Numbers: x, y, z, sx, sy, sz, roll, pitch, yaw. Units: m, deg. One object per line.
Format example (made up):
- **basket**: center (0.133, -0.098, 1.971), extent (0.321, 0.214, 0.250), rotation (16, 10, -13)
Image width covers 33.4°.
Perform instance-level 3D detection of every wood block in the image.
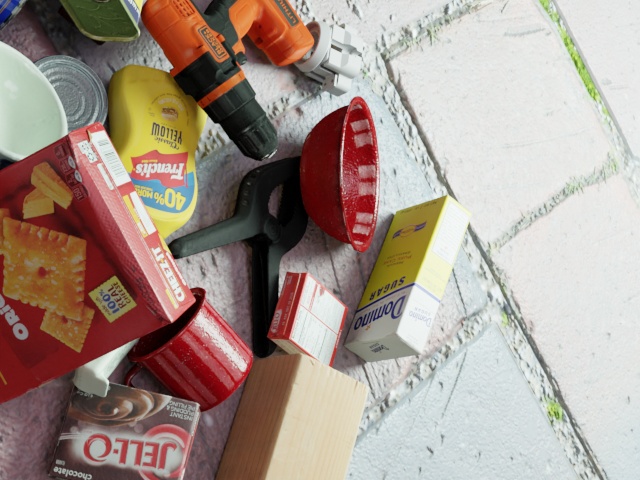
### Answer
- **wood block**: center (-0.037, 0.221, 1.009), extent (0.090, 0.090, 0.206), rotation (30, 63, -27)

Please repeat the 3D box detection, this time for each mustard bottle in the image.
- **mustard bottle**: center (-0.161, -0.063, 1.006), extent (0.096, 0.058, 0.191), rotation (17, 71, -37)

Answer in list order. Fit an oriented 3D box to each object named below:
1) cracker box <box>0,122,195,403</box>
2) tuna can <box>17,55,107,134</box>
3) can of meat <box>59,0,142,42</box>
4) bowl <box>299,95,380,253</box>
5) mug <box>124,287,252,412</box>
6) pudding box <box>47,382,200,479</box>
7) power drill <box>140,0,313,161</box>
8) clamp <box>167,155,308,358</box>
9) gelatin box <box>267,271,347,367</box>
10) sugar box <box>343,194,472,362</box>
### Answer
- **cracker box**: center (-0.233, 0.028, 0.844), extent (0.164, 0.214, 0.072), rotation (63, 15, -6)
- **tuna can**: center (-0.240, -0.126, 0.980), extent (0.086, 0.034, 0.086), rotation (9, 75, -33)
- **can of meat**: center (-0.190, -0.238, 0.938), extent (0.057, 0.102, 0.084), rotation (4, 69, 11)
- **bowl**: center (0.018, -0.068, 1.107), extent (0.162, 0.055, 0.162), rotation (0, 90, -74)
- **mug**: center (-0.125, 0.111, 0.981), extent (0.117, 0.093, 0.081), rotation (-41, 111, -2)
- **pudding box**: center (-0.170, 0.176, 0.931), extent (0.113, 0.039, 0.090), rotation (13, 69, -1)
- **power drill**: center (-0.075, -0.183, 1.055), extent (0.184, 0.057, 0.187), rotation (55, 33, -11)
- **clamp**: center (-0.057, 0.001, 1.072), extent (0.164, 0.036, 0.209), rotation (58, 47, -30)
- **gelatin box**: center (-0.013, 0.082, 1.077), extent (0.089, 0.030, 0.073), rotation (43, 55, -48)
- **sugar box**: center (0.093, 0.041, 1.139), extent (0.048, 0.094, 0.176), rotation (37, 60, -22)
